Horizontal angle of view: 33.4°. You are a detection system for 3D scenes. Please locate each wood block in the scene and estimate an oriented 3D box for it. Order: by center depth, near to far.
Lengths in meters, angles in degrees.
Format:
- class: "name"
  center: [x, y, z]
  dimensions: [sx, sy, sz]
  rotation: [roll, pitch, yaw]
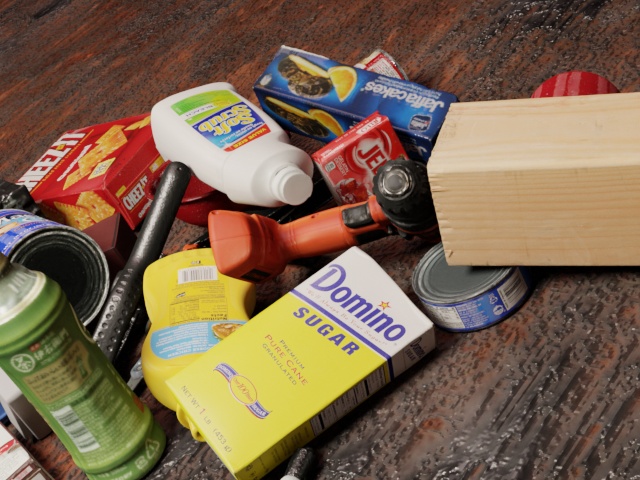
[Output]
- class: "wood block"
  center: [0.189, -0.042, 0.740]
  dimensions: [0.206, 0.091, 0.090]
  rotation: [0, 38, 22]

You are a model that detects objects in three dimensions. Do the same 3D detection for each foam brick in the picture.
- class: "foam brick"
  center: [-0.219, 0.018, 1.104]
  dimensions: [0.051, 0.053, 0.078]
  rotation: [-25, 28, 8]

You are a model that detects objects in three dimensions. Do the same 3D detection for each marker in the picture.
- class: "marker"
  center: [-0.031, 0.184, 0.702]
  dimensions: [0.020, 0.020, 0.121]
  rotation: [-7, 36, 36]

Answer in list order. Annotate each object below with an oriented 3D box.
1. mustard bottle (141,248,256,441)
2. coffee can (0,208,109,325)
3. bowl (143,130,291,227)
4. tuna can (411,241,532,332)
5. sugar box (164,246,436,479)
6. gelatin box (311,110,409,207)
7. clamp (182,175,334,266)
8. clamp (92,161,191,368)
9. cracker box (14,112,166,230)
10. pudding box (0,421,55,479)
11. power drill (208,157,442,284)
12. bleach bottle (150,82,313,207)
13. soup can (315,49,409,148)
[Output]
- class: "mustard bottle"
  center: [-0.096, 0.085, 0.862]
  dimensions: [0.096, 0.058, 0.191]
  rotation: [-5, 37, -4]
- class: "coffee can"
  center: [-0.273, 0.028, 1.005]
  dimensions: [0.102, 0.102, 0.141]
  rotation: [-42, 27, -21]
- class: "bowl"
  center: [-0.097, -0.060, 1.100]
  dimensions: [0.162, 0.055, 0.162]
  rotation: [-18, 26, 9]
- class: "tuna can"
  center: [0.114, 0.029, 0.800]
  dimensions: [0.086, 0.033, 0.086]
  rotation: [-23, 30, 13]
- class: "sugar box"
  center: [-0.013, 0.088, 0.769]
  dimensions: [0.176, 0.048, 0.093]
  rotation: [-37, 61, -11]
- class: "gelatin box"
  center: [0.044, -0.058, 0.943]
  dimensions: [0.073, 0.089, 0.030]
  rotation: [-33, 29, -6]
- class: "clamp"
  center: [-0.057, 0.001, 0.996]
  dimensions: [0.172, 0.039, 0.120]
  rotation: [-24, 24, 23]
- class: "clamp"
  center: [-0.174, 0.047, 0.990]
  dimensions: [0.165, 0.036, 0.210]
  rotation: [117, 173, -60]
- class: "cracker box"
  center: [-0.266, -0.078, 1.277]
  dimensions: [0.214, 0.072, 0.164]
  rotation: [-5, 37, 39]
- class: "pudding box"
  center: [-0.280, 0.202, 0.885]
  dimensions: [0.090, 0.039, 0.114]
  rotation: [-42, 29, -19]
- class: "power drill"
  center: [0.012, -0.014, 0.830]
  dimensions: [0.188, 0.057, 0.184]
  rotation: [-12, -11, 15]
- class: "bleach bottle"
  center: [-0.070, -0.084, 0.989]
  dimensions: [0.102, 0.068, 0.251]
  rotation: [-20, 27, -22]
- class: "soup can"
  center: [0.037, -0.142, 1.104]
  dimensions: [0.102, 0.068, 0.069]
  rotation: [-37, 29, -11]
